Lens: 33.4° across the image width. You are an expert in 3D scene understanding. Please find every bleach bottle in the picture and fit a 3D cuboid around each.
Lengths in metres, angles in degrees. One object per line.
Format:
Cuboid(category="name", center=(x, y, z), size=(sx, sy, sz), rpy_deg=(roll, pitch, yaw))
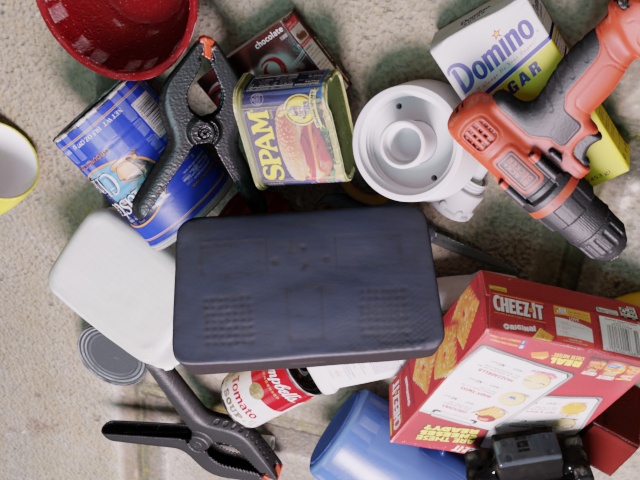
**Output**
Cuboid(category="bleach bottle", center=(0.105, 0.085, 1.045), size=(0.251, 0.068, 0.102), rpy_deg=(-11, 126, 22))

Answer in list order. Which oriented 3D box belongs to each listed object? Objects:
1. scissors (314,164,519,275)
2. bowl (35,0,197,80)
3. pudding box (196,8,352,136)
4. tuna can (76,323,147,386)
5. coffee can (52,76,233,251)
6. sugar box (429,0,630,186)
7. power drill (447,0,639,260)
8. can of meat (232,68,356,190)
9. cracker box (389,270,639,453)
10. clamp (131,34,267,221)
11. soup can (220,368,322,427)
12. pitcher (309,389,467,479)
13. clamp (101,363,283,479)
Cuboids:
Cuboid(category="scissors", center=(0.093, -0.025, 1.003), size=(0.202, 0.016, 0.096), rpy_deg=(11, 125, 12))
Cuboid(category="bowl", center=(-0.169, -0.224, 0.929), size=(0.162, 0.055, 0.162), rpy_deg=(11, 122, 18))
Cuboid(category="pudding box", center=(-0.041, -0.140, 0.957), size=(0.114, 0.039, 0.090), rpy_deg=(-30, 109, 32))
Cuboid(category="tuna can", center=(-0.228, 0.121, 1.202), size=(0.086, 0.033, 0.086), rpy_deg=(9, 125, 13))
Cuboid(category="coffee can", center=(-0.166, -0.075, 1.004), size=(0.103, 0.102, 0.140), rpy_deg=(-31, 109, 33))
Cuboid(category="sugar box", center=(0.176, -0.117, 0.892), size=(0.093, 0.048, 0.176), rpy_deg=(-27, 112, 29))
Cuboid(category="power drill", center=(0.222, -0.090, 0.836), size=(0.184, 0.057, 0.188), rpy_deg=(39, 117, -12))
Cuboid(category="can of meat", center=(-0.019, -0.096, 0.919), size=(0.084, 0.057, 0.102), rpy_deg=(-2, 124, 19))
Cuboid(category="cracker box", center=(0.176, 0.124, 0.985), size=(0.164, 0.072, 0.214), rpy_deg=(12, 142, -14))
Cuboid(category="clamp", center=(-0.094, -0.091, 0.942), size=(0.120, 0.039, 0.171), rpy_deg=(8, 107, -19))
Cuboid(category="soup can", center=(-0.049, 0.152, 1.138), size=(0.102, 0.068, 0.068), rpy_deg=(-32, 108, 33))
Cuboid(category="pitcher", center=(0.119, 0.258, 1.120), size=(0.243, 0.149, 0.145), rpy_deg=(35, 169, -2))
Cuboid(category="clamp", center=(-0.142, 0.221, 1.210), size=(0.210, 0.036, 0.165), rpy_deg=(35, 131, -11))
